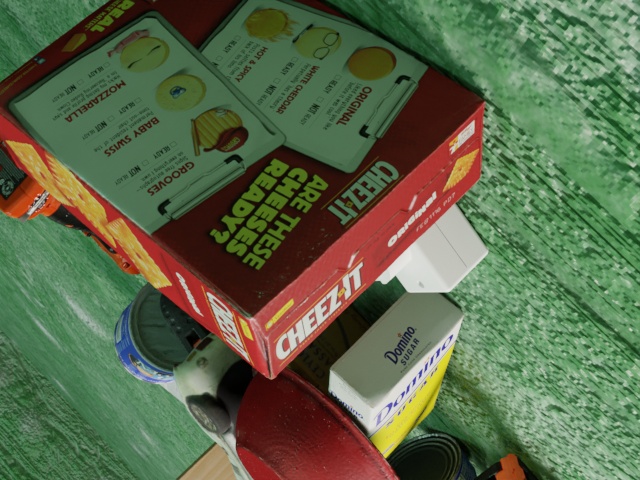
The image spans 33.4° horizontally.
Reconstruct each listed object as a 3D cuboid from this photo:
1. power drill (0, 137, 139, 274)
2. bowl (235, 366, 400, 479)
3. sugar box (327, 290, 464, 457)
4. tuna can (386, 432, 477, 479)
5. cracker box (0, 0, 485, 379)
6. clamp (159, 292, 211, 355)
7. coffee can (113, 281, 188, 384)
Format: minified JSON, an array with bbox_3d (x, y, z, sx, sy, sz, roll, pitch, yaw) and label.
[{"bbox_3d":[-0.256,-0.053,1.040,0.185,0.057,0.187,42,-174,30],"label":"power drill"},{"bbox_3d":[-0.010,0.162,0.761,0.162,0.055,0.162,41,158,20],"label":"bowl"},{"bbox_3d":[0.048,0.106,0.759,0.048,0.093,0.176,41,158,16],"label":"sugar box"},{"bbox_3d":[0.083,0.199,0.864,0.033,0.086,0.086,55,158,-23],"label":"tuna can"},{"bbox_3d":[-0.047,-0.054,0.564,0.214,0.164,0.072,37,158,28],"label":"cracker box"},{"bbox_3d":[-0.125,0.053,0.980,0.120,0.039,0.171,37,-172,-20],"label":"clamp"},{"bbox_3d":[-0.160,0.095,1.130,0.103,0.102,0.140,49,159,-2],"label":"coffee can"}]
